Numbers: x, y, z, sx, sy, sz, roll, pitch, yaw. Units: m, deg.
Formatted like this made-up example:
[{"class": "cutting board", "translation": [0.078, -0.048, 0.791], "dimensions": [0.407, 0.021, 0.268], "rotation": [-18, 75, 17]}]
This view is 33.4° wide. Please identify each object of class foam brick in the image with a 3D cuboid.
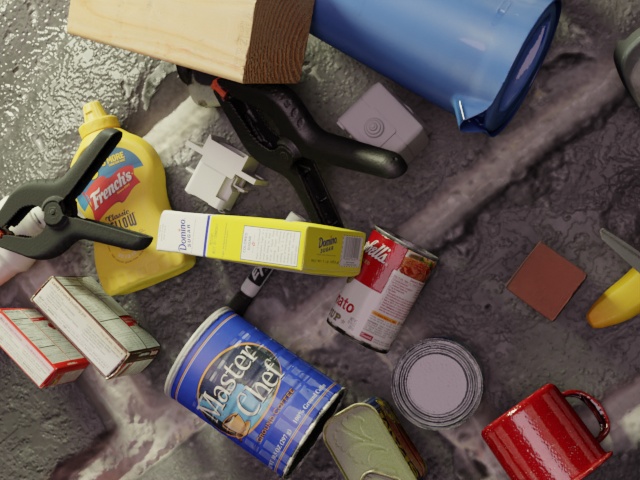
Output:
[{"class": "foam brick", "translation": [0.204, 0.037, 0.956], "dimensions": [0.051, 0.078, 0.053], "rotation": [38, 97, 13]}]

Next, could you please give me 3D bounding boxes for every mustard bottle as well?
[{"class": "mustard bottle", "translation": [-0.198, -0.048, 1.066], "dimensions": [0.096, 0.058, 0.191], "rotation": [-22, 83, 17]}]

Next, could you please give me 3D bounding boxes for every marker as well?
[{"class": "marker", "translation": [-0.054, 0.026, 1.049], "dimensions": [0.020, 0.020, 0.121], "rotation": [36, 97, 12]}]

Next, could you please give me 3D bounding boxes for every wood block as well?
[{"class": "wood block", "translation": [-0.118, -0.207, 0.961], "dimensions": [0.206, 0.090, 0.090], "rotation": [20, 108, 29]}]

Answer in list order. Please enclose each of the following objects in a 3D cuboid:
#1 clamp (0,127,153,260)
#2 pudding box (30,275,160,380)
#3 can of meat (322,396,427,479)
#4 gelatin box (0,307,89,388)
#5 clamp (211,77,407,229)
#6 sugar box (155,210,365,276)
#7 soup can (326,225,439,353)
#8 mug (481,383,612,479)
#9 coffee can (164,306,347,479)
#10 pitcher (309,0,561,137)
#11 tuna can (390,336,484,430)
[{"class": "clamp", "translation": [-0.242, -0.020, 1.030], "dimensions": [0.172, 0.039, 0.120], "rotation": [-28, 76, 17]}, {"class": "pudding box", "translation": [-0.220, 0.084, 1.051], "dimensions": [0.113, 0.090, 0.039], "rotation": [42, 97, 11]}, {"class": "can of meat", "translation": [0.053, 0.197, 0.985], "dimensions": [0.057, 0.084, 0.102], "rotation": [-33, 82, 11]}, {"class": "gelatin box", "translation": [-0.286, 0.107, 1.075], "dimensions": [0.089, 0.073, 0.030], "rotation": [42, 98, 11]}, {"class": "clamp", "translation": [-0.015, -0.087, 0.978], "dimensions": [0.210, 0.165, 0.036], "rotation": [48, 55, 5]}, {"class": "sugar box", "translation": [-0.057, 0.001, 0.983], "dimensions": [0.177, 0.093, 0.048], "rotation": [10, 91, 36]}, {"class": "soup can", "translation": [0.058, 0.046, 0.996], "dimensions": [0.068, 0.068, 0.102], "rotation": [29, 96, 13]}, {"class": "mug", "translation": [0.207, 0.176, 0.953], "dimensions": [0.117, 0.093, 0.081], "rotation": [-30, 75, -20]}, {"class": "coffee can", "translation": [-0.060, 0.143, 1.005], "dimensions": [0.140, 0.102, 0.103], "rotation": [33, 96, 12]}, {"class": "pitcher", "translation": [0.091, -0.211, 0.972], "dimensions": [0.243, 0.149, 0.145], "rotation": [29, 113, 16]}, {"class": "tuna can", "translation": [0.111, 0.133, 0.998], "dimensions": [0.086, 0.033, 0.086], "rotation": [0, 89, 14]}]
